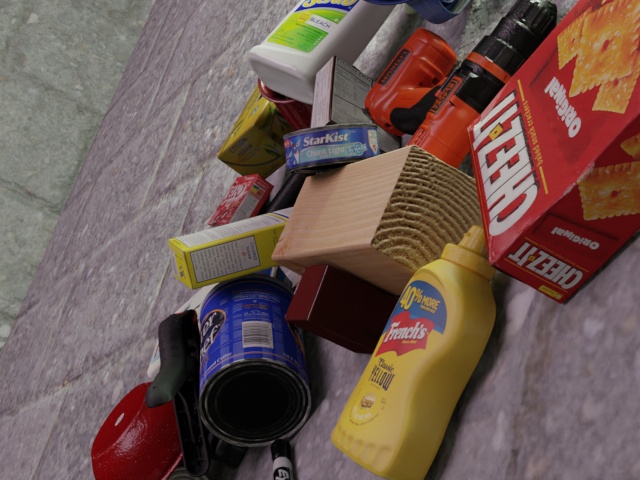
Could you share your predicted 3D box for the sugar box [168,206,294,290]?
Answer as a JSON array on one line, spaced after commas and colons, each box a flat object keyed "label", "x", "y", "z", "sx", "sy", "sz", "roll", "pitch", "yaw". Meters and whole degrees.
[{"label": "sugar box", "x": -0.057, "y": 0.002, "z": 1.059, "sx": 0.093, "sy": 0.176, "sz": 0.048, "roll": -157, "pitch": 56, "yaw": -71}]

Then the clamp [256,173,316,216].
[{"label": "clamp", "x": -0.086, "y": 0.001, "z": 1.302, "sx": 0.210, "sy": 0.036, "sz": 0.165, "roll": -62, "pitch": 18, "yaw": -11}]

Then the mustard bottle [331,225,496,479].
[{"label": "mustard bottle", "x": 0.078, "y": 0.078, "z": 0.777, "sx": 0.191, "sy": 0.058, "sz": 0.096, "roll": -64, "pitch": 21, "yaw": -3}]

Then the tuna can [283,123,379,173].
[{"label": "tuna can", "x": 0.011, "y": -0.082, "z": 0.961, "sx": 0.086, "sy": 0.086, "sz": 0.034, "roll": 171, "pitch": 93, "yaw": -66}]

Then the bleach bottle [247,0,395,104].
[{"label": "bleach bottle", "x": 0.033, "y": -0.268, "z": 1.186, "sx": 0.103, "sy": 0.068, "sz": 0.250, "roll": 26, "pitch": 72, "yaw": 37}]

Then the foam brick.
[{"label": "foam brick", "x": 0.018, "y": 0.060, "z": 0.917, "sx": 0.051, "sy": 0.078, "sz": 0.053, "roll": -6, "pitch": 59, "yaw": 65}]

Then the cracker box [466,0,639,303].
[{"label": "cracker box", "x": 0.189, "y": -0.090, "z": 0.698, "sx": 0.214, "sy": 0.072, "sz": 0.164, "roll": -50, "pitch": 23, "yaw": 33}]

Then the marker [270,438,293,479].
[{"label": "marker", "x": -0.032, "y": 0.215, "z": 0.927, "sx": 0.020, "sy": 0.020, "sz": 0.121, "roll": -54, "pitch": 22, "yaw": 22}]

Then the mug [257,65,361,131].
[{"label": "mug", "x": -0.003, "y": -0.177, "z": 1.240, "sx": 0.117, "sy": 0.081, "sz": 0.093, "roll": -10, "pitch": 57, "yaw": 22}]

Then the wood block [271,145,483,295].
[{"label": "wood block", "x": 0.049, "y": -0.009, "z": 0.913, "sx": 0.206, "sy": 0.090, "sz": 0.091, "roll": -10, "pitch": 55, "yaw": 66}]

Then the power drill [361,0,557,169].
[{"label": "power drill", "x": 0.118, "y": -0.146, "z": 0.958, "sx": 0.184, "sy": 0.057, "sz": 0.188, "roll": -52, "pitch": 19, "yaw": 3}]

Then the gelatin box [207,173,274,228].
[{"label": "gelatin box", "x": -0.099, "y": -0.043, "z": 1.300, "sx": 0.073, "sy": 0.030, "sz": 0.089, "roll": -58, "pitch": 18, "yaw": -10}]

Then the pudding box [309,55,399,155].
[{"label": "pudding box", "x": 0.037, "y": -0.125, "z": 1.086, "sx": 0.039, "sy": 0.090, "sz": 0.113, "roll": -46, "pitch": 27, "yaw": 36}]

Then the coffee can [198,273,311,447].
[{"label": "coffee can", "x": -0.064, "y": 0.111, "z": 1.017, "sx": 0.103, "sy": 0.102, "sz": 0.140, "roll": -54, "pitch": 22, "yaw": 23}]

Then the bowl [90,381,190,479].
[{"label": "bowl", "x": -0.184, "y": 0.198, "z": 1.090, "sx": 0.162, "sy": 0.055, "sz": 0.162, "roll": -44, "pitch": 18, "yaw": 18}]

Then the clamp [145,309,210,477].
[{"label": "clamp", "x": -0.136, "y": 0.125, "z": 1.012, "sx": 0.120, "sy": 0.039, "sz": 0.171, "roll": 76, "pitch": -178, "yaw": -49}]
